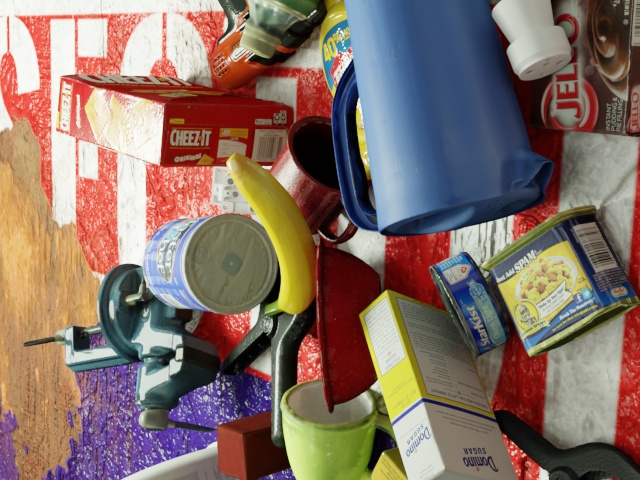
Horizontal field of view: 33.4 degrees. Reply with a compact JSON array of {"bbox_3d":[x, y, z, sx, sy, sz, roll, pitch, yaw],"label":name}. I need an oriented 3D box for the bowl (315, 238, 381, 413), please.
[{"bbox_3d":[0.030,0.077,0.987,0.162,0.055,0.162,-3,-90,-85],"label":"bowl"}]

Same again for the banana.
[{"bbox_3d":[-0.038,0.004,1.002,0.070,0.037,0.198,-1,128,13],"label":"banana"}]

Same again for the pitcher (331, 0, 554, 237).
[{"bbox_3d":[0.081,-0.126,0.858,0.145,0.149,0.243,106,153,-80],"label":"pitcher"}]

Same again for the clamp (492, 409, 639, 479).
[{"bbox_3d":[0.189,0.206,0.842,0.172,0.039,0.120,7,80,47],"label":"clamp"}]

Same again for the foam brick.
[{"bbox_3d":[-0.066,0.218,1.138,0.051,0.078,0.053,5,99,48],"label":"foam brick"}]

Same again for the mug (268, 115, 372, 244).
[{"bbox_3d":[0.000,-0.049,1.020,0.117,0.093,0.082,58,139,18],"label":"mug"}]

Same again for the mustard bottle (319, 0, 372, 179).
[{"bbox_3d":[0.044,-0.158,0.975,0.096,0.058,0.191,-31,71,52],"label":"mustard bottle"}]

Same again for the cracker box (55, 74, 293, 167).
[{"bbox_3d":[-0.157,-0.130,1.133,0.214,0.163,0.072,21,109,46],"label":"cracker box"}]

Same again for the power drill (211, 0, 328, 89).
[{"bbox_3d":[-0.067,-0.271,1.091,0.185,0.057,0.188,-29,72,44],"label":"power drill"}]

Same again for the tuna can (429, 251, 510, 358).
[{"bbox_3d":[0.125,0.053,0.890,0.086,0.034,0.086,64,180,-1],"label":"tuna can"}]

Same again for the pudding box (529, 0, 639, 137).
[{"bbox_3d":[0.205,-0.137,0.802,0.090,0.039,0.113,13,104,49],"label":"pudding box"}]

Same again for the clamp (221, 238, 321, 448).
[{"bbox_3d":[-0.039,0.097,1.105,0.165,0.036,0.210,50,125,51],"label":"clamp"}]

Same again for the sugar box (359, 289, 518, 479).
[{"bbox_3d":[0.096,0.131,0.882,0.048,0.093,0.176,-43,43,31],"label":"sugar box"}]

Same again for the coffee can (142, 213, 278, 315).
[{"bbox_3d":[-0.119,0.025,1.133,0.141,0.102,0.103,-2,93,64],"label":"coffee can"}]

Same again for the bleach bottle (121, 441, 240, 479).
[{"bbox_3d":[-0.194,0.293,1.164,0.068,0.250,0.102,-25,76,48],"label":"bleach bottle"}]

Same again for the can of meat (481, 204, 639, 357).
[{"bbox_3d":[0.187,0.033,0.833,0.102,0.057,0.084,-40,66,44],"label":"can of meat"}]
